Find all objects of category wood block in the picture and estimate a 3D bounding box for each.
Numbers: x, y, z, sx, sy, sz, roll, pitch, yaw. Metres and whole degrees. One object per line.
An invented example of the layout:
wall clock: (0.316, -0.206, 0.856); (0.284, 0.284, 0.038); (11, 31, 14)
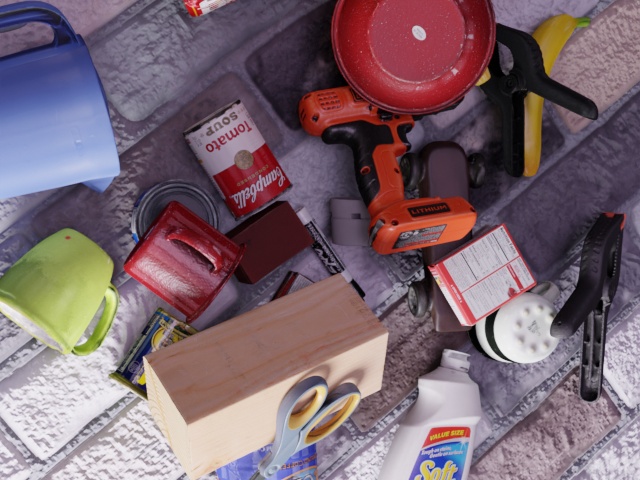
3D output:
wood block: (-0.049, 0.122, 0.988); (0.205, 0.090, 0.091); (-22, 141, -23)

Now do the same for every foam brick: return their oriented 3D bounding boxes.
foam brick: (-0.057, 0.001, 1.072); (0.078, 0.051, 0.053); (-34, 101, -15)

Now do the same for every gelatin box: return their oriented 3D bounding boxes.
gelatin box: (0.167, 0.035, 1.099); (0.089, 0.030, 0.073); (-31, 93, -14)

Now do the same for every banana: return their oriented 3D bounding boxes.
banana: (0.243, -0.172, 1.174); (0.069, 0.037, 0.198); (24, 84, -17)

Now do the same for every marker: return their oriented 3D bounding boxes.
marker: (0.010, 0.018, 1.111); (0.020, 0.020, 0.121); (-38, 103, -14)

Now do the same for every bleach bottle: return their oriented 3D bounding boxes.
bleach bottle: (0.108, 0.237, 1.130); (0.102, 0.068, 0.251); (17, 84, -19)

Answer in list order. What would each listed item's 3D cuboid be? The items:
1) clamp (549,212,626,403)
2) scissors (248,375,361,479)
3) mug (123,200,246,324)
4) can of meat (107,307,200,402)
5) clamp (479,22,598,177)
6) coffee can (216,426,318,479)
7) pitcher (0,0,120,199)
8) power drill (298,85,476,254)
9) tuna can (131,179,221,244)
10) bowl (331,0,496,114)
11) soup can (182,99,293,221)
clamp: (0.295, 0.054, 1.160); (0.164, 0.036, 0.210); (47, 55, -53)
scissors: (-0.048, 0.192, 0.967); (0.201, 0.016, 0.096); (-39, 141, -6)
mug: (-0.124, 0.015, 0.981); (0.081, 0.117, 0.093); (37, 70, -11)
can of meat: (-0.141, 0.126, 1.046); (0.102, 0.058, 0.084); (37, 78, -17)
clamp: (0.219, -0.165, 1.123); (0.039, 0.120, 0.171); (-4, 71, -53)
coffee can: (-0.051, 0.246, 1.054); (0.102, 0.103, 0.140); (-4, 93, -18)
pitcher: (-0.309, -0.102, 0.944); (0.242, 0.145, 0.149); (-16, 76, -14)
power drill: (0.088, -0.085, 1.076); (0.184, 0.057, 0.188); (-12, 62, -17)
tuna can: (-0.143, -0.017, 1.051); (0.086, 0.034, 0.086); (-1, 92, -19)
bowl: (0.090, -0.198, 1.020); (0.162, 0.055, 0.162); (0, 102, 2)
soup can: (-0.081, -0.080, 1.053); (0.068, 0.069, 0.102); (-34, 101, -15)
